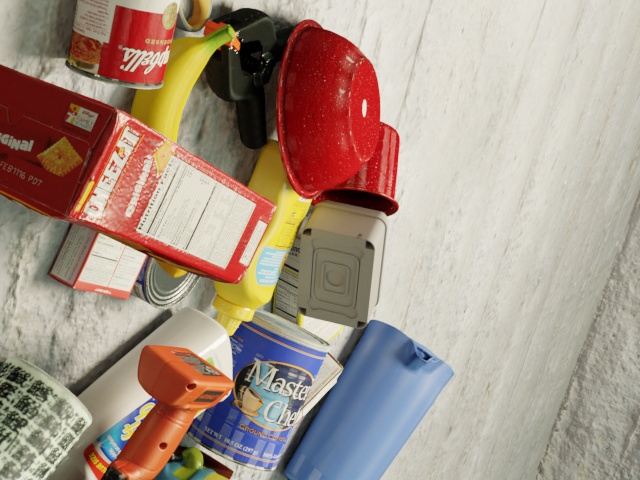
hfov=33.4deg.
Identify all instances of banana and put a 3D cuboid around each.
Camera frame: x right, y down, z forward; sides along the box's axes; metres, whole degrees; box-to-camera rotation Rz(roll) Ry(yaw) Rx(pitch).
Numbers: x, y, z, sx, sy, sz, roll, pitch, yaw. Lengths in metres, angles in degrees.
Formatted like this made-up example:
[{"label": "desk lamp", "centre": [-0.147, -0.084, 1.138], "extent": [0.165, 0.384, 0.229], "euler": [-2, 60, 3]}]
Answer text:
[{"label": "banana", "centre": [-0.115, -0.072, 0.803], "extent": [0.037, 0.070, 0.198], "euler": [23, 74, -58]}]

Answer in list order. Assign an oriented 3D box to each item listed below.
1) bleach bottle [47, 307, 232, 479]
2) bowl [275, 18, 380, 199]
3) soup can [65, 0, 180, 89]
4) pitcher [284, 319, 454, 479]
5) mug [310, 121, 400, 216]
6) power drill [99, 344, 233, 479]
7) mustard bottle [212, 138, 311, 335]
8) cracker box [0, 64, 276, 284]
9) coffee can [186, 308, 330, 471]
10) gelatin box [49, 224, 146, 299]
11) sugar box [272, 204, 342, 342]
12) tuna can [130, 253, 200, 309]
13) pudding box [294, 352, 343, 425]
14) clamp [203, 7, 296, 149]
[{"label": "bleach bottle", "centre": [-0.180, 0.163, 0.925], "extent": [0.250, 0.068, 0.103], "euler": [-40, 146, -39]}, {"label": "bowl", "centre": [0.015, -0.116, 0.950], "extent": [0.162, 0.055, 0.162], "euler": [2, 90, -70]}, {"label": "soup can", "centre": [-0.129, -0.161, 0.719], "extent": [0.068, 0.069, 0.102], "euler": [-17, 126, -59]}, {"label": "pitcher", "centre": [0.058, 0.237, 1.410], "extent": [0.242, 0.145, 0.149], "euler": [-56, 141, -12]}, {"label": "mug", "centre": [0.033, -0.072, 1.102], "extent": [0.117, 0.093, 0.081], "euler": [151, -51, -63]}, {"label": "power drill", "centre": [-0.154, 0.171, 0.826], "extent": [0.187, 0.057, 0.184], "euler": [-56, 166, 3]}, {"label": "mustard bottle", "centre": [-0.057, 0.001, 1.023], "extent": [0.192, 0.058, 0.096], "euler": [-68, 166, 5]}, {"label": "cracker box", "centre": [-0.147, -0.044, 0.673], "extent": [0.072, 0.164, 0.213], "euler": [-66, 156, -3]}, {"label": "coffee can", "centre": [-0.064, 0.150, 1.094], "extent": [0.140, 0.103, 0.102], "euler": [-66, 156, 1]}, {"label": "gelatin box", "centre": [-0.165, -0.002, 0.839], "extent": [0.089, 0.030, 0.073], "euler": [-66, 154, 1]}, {"label": "sugar box", "centre": [-0.010, 0.045, 1.177], "extent": [0.093, 0.048, 0.176], "euler": [-36, 140, -44]}, {"label": "tuna can", "centre": [-0.133, 0.013, 0.912], "extent": [0.086, 0.034, 0.086], "euler": [-45, 149, -38]}, {"label": "pudding box", "centre": [-0.027, 0.178, 1.214], "extent": [0.113, 0.039, 0.090], "euler": [-45, 170, -15]}, {"label": "clamp", "centre": [-0.060, -0.139, 0.908], "extent": [0.171, 0.039, 0.120], "euler": [3, 105, -69]}]
